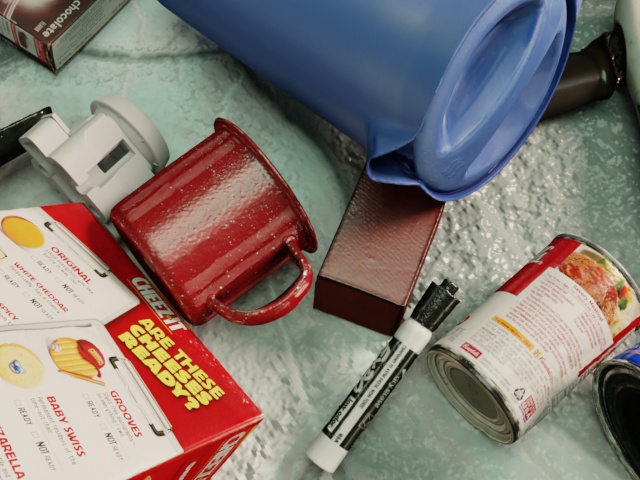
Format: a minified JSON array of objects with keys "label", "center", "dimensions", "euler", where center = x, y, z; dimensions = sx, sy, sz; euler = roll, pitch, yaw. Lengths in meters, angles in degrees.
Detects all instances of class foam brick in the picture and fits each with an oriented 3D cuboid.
[{"label":"foam brick","center":[0.034,0.005,0.605],"dimensions":[0.051,0.053,0.078],"euler":[21,66,7]}]

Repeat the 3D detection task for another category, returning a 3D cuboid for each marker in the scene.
[{"label":"marker","center":[0.035,0.071,0.573],"dimensions":[0.020,0.020,0.121],"euler":[36,89,13]}]

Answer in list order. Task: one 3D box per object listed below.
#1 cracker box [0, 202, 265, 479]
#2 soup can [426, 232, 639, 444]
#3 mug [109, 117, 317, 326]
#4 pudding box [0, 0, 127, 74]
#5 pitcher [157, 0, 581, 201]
[{"label":"cracker box","center":[-0.151,0.069,0.495],"dimensions":[0.164,0.213,0.072],"euler":[47,116,17]},{"label":"soup can","center":[0.116,0.053,0.578],"dimensions":[0.102,0.068,0.068],"euler":[-39,73,-16]},{"label":"mug","center":[-0.054,0.001,0.583],"dimensions":[0.081,0.093,0.117],"euler":[-38,63,-12]},{"label":"pudding box","center":[-0.171,-0.174,0.686],"dimensions":[0.090,0.039,0.113],"euler":[32,69,11]},{"label":"pitcher","center":[0.019,-0.141,0.612],"dimensions":[0.243,0.149,0.145],"euler":[35,112,28]}]
